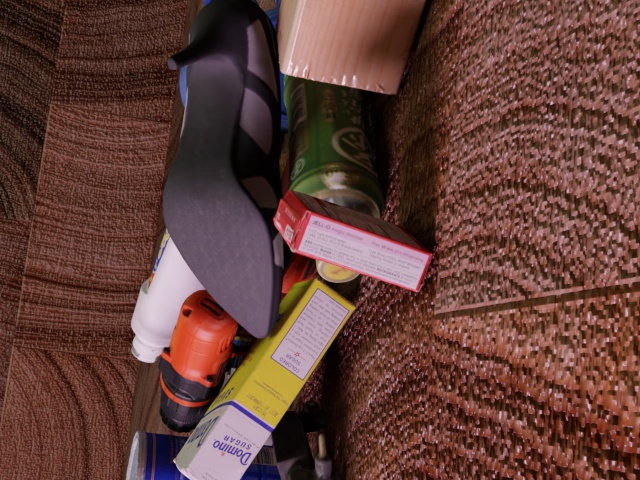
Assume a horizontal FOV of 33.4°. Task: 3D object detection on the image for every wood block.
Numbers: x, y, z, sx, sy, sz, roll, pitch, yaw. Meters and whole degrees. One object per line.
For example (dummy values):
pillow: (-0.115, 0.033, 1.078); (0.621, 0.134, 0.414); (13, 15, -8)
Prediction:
wood block: (0.036, -0.220, 0.755); (0.090, 0.090, 0.206); (-98, 21, -55)

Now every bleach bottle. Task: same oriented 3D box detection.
bleach bottle: (-0.123, 0.015, 0.994); (0.102, 0.068, 0.251); (-96, 29, -60)

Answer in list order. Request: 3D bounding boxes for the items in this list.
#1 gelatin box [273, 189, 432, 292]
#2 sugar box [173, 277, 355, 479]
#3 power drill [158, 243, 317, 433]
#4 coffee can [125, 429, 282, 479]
gelatin box: (0.019, -0.001, 0.686); (0.073, 0.089, 0.030); (-129, 58, -73)
sugar box: (-0.046, 0.113, 0.832); (0.176, 0.048, 0.093); (-53, 6, -12)
power drill: (-0.069, 0.064, 0.914); (0.187, 0.057, 0.185); (-52, -8, -39)
coffee can: (-0.097, 0.224, 0.929); (0.103, 0.140, 0.103); (-172, 90, -77)
